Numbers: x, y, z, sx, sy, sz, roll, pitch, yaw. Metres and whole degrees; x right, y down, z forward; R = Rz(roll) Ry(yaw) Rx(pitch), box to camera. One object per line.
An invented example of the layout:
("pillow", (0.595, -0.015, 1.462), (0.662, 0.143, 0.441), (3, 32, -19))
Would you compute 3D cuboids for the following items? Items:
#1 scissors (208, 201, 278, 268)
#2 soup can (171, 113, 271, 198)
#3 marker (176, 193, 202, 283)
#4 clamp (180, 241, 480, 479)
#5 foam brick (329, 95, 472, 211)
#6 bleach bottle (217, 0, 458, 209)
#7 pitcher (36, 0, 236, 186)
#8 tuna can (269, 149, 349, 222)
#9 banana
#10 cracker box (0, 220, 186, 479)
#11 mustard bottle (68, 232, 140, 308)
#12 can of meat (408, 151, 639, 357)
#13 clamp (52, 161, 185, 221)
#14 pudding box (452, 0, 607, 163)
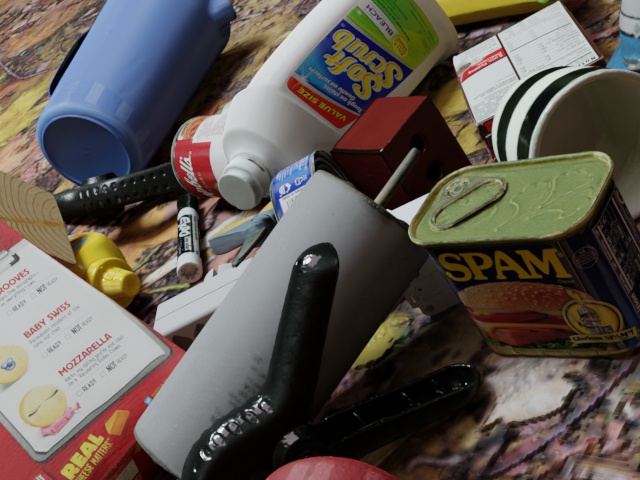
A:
("scissors", (-0.055, 0.001, 0.709), (0.096, 0.016, 0.201), (-26, 8, 24))
("soup can", (-0.060, -0.067, 0.836), (0.102, 0.068, 0.068), (2, 46, 48))
("marker", (-0.104, -0.005, 0.839), (0.020, 0.020, 0.121), (-31, 28, 9))
("clamp", (-0.001, 0.097, 0.512), (0.171, 0.120, 0.039), (-57, 20, 5))
("foam brick", (0.054, -0.044, 0.665), (0.051, 0.078, 0.053), (7, 52, 52))
("bleach bottle", (0.008, -0.103, 0.760), (0.068, 0.102, 0.250), (-23, 24, 46))
("pitcher", (-0.196, -0.162, 1.070), (0.149, 0.145, 0.242), (-53, 13, 46))
("tuna can", (0.005, -0.011, 0.659), (0.034, 0.086, 0.086), (-28, 29, 17))
("banana", (0.132, -0.192, 0.831), (0.069, 0.037, 0.198), (-10, 8, -29))
("cracker box", (-0.195, 0.089, 0.630), (0.214, 0.072, 0.164), (31, 64, 20))
("mustard bottle", (-0.206, 0.036, 0.846), (0.192, 0.058, 0.096), (-4, 42, 45))
("can of meat", (0.107, 0.010, 0.517), (0.102, 0.084, 0.057), (-4, 41, 44))
("clamp", (-0.192, -0.039, 0.942), (0.210, 0.036, 0.164), (-14, 6, 14))
("pudding box", (0.140, -0.108, 0.710), (0.090, 0.039, 0.113), (-27, 31, 13))
